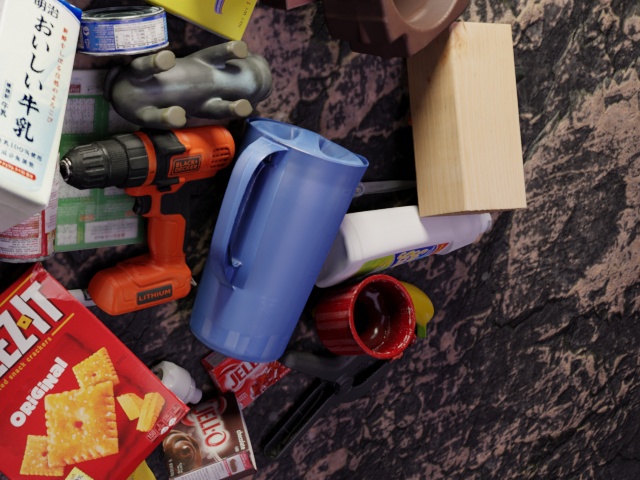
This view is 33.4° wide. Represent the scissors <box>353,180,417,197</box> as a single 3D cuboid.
[{"bbox_3d":[0.032,-0.075,1.225,0.201,0.016,0.096,-23,120,-28],"label":"scissors"}]

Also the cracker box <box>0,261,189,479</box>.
[{"bbox_3d":[-0.257,0.147,1.022,0.164,0.072,0.213,-46,106,-13],"label":"cracker box"}]

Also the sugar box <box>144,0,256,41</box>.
[{"bbox_3d":[-0.137,-0.264,1.007,0.175,0.048,0.093,18,97,-41],"label":"sugar box"}]

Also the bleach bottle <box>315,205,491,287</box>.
[{"bbox_3d":[0.106,-0.007,1.255,0.250,0.103,0.068,-12,73,-33],"label":"bleach bottle"}]

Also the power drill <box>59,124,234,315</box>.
[{"bbox_3d":[-0.175,-0.021,1.031,0.184,0.057,0.188,-13,131,-40],"label":"power drill"}]

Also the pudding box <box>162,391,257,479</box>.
[{"bbox_3d":[-0.122,0.220,1.152,0.090,0.113,0.039,-21,121,-3],"label":"pudding box"}]

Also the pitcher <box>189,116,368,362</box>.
[{"bbox_3d":[-0.057,0.001,1.111,0.149,0.145,0.243,16,104,-20],"label":"pitcher"}]

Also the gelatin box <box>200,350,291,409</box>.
[{"bbox_3d":[-0.083,0.142,1.218,0.089,0.030,0.073,-37,126,-20],"label":"gelatin box"}]

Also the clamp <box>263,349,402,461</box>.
[{"bbox_3d":[0.014,0.176,1.288,0.209,0.036,0.165,-15,131,-41],"label":"clamp"}]

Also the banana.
[{"bbox_3d":[0.077,0.080,1.305,0.197,0.037,0.069,14,97,-39],"label":"banana"}]

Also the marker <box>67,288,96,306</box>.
[{"bbox_3d":[-0.205,0.054,1.101,0.120,0.020,0.020,-6,111,-34],"label":"marker"}]

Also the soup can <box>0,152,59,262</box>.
[{"bbox_3d":[-0.276,-0.038,0.981,0.068,0.069,0.102,-5,110,-35],"label":"soup can"}]

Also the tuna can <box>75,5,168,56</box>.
[{"bbox_3d":[-0.183,-0.193,0.975,0.086,0.086,0.034,-15,113,-31],"label":"tuna can"}]

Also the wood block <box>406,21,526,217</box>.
[{"bbox_3d":[0.162,-0.133,1.202,0.090,0.090,0.206,-4,89,-31],"label":"wood block"}]

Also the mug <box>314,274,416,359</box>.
[{"bbox_3d":[0.056,0.093,1.212,0.117,0.082,0.093,27,69,-29],"label":"mug"}]
